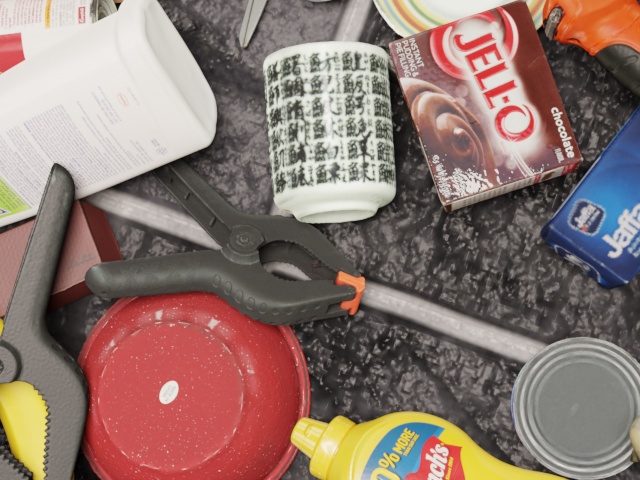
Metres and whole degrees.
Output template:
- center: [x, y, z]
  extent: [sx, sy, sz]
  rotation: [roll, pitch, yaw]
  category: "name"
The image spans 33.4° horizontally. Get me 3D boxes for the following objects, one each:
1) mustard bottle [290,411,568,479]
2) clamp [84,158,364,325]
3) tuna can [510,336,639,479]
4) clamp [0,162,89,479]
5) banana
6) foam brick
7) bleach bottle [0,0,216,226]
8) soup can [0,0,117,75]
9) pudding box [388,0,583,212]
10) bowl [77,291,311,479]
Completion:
- center: [0.068, 0.157, 0.643]
  extent: [0.192, 0.058, 0.096]
  rotation: [25, 62, 19]
  category: "mustard bottle"
- center: [-0.055, 0.001, 0.688]
  extent: [0.171, 0.039, 0.120]
  rotation: [13, 57, -6]
  category: "clamp"
- center: [0.161, 0.103, 0.661]
  extent: [0.086, 0.033, 0.086]
  rotation: [-1, 83, 6]
  category: "tuna can"
- center: [-0.191, 0.065, 0.646]
  extent: [0.164, 0.036, 0.210]
  rotation: [-28, 100, -11]
  category: "clamp"
- center: [-0.201, 0.113, 0.685]
  extent: [0.069, 0.037, 0.198]
  rotation: [-32, 100, -21]
  category: "banana"
- center: [-0.176, 0.014, 0.703]
  extent: [0.078, 0.051, 0.053]
  rotation: [-22, 82, 3]
  category: "foam brick"
- center: [-0.197, -0.063, 0.683]
  extent: [0.251, 0.102, 0.068]
  rotation: [-20, 38, 15]
  category: "bleach bottle"
- center: [-0.189, -0.129, 0.715]
  extent: [0.102, 0.068, 0.068]
  rotation: [-6, 82, 5]
  category: "soup can"
- center: [0.102, -0.084, 0.668]
  extent: [0.090, 0.039, 0.113]
  rotation: [-18, 81, 4]
  category: "pudding box"
- center: [-0.089, 0.099, 0.680]
  extent: [0.162, 0.055, 0.162]
  rotation: [-1, 82, 6]
  category: "bowl"
